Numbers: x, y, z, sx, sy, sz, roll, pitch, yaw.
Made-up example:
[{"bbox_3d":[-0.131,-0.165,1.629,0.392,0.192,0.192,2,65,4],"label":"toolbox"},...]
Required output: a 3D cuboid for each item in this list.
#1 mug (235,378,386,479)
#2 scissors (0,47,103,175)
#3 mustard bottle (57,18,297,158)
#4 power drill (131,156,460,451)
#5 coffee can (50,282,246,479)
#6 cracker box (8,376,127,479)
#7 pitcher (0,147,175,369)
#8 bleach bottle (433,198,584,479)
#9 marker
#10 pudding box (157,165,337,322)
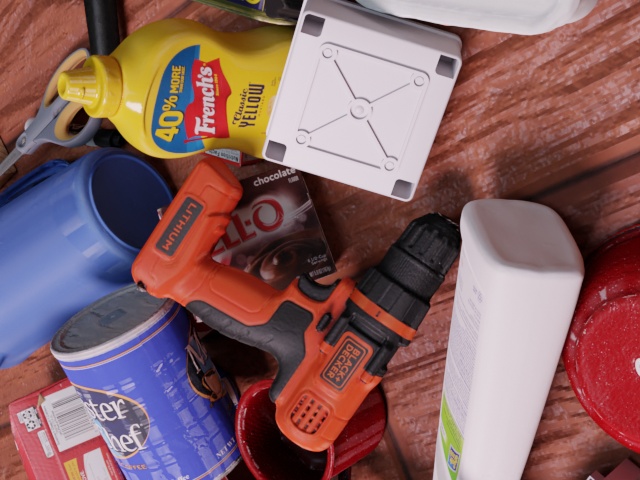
[{"bbox_3d":[-0.001,0.150,0.810,0.093,0.081,0.117,-9,95,39],"label":"mug"},{"bbox_3d":[-0.251,-0.081,0.952,0.202,0.016,0.096,-50,50,20],"label":"scissors"},{"bbox_3d":[-0.088,-0.104,0.739,0.058,0.191,0.096,45,127,43],"label":"mustard bottle"},{"bbox_3d":[-0.020,0.023,0.732,0.188,0.057,0.184,35,92,12],"label":"power drill"},{"bbox_3d":[-0.128,0.115,0.819,0.103,0.102,0.140,-8,115,39],"label":"coffee can"},{"bbox_3d":[-0.209,0.208,0.929,0.164,0.072,0.214,66,164,5],"label":"cracker box"},{"bbox_3d":[-0.237,0.006,0.940,0.243,0.144,0.149,-28,95,36],"label":"pitcher"},{"bbox_3d":[0.112,0.105,0.713,0.068,0.102,0.251,4,119,-6],"label":"bleach bottle"},{"bbox_3d":[-0.221,-0.096,0.960,0.121,0.020,0.020,12,108,36],"label":"marker"},{"bbox_3d":[-0.055,0.001,0.802,0.039,0.113,0.090,157,93,-83],"label":"pudding box"}]
